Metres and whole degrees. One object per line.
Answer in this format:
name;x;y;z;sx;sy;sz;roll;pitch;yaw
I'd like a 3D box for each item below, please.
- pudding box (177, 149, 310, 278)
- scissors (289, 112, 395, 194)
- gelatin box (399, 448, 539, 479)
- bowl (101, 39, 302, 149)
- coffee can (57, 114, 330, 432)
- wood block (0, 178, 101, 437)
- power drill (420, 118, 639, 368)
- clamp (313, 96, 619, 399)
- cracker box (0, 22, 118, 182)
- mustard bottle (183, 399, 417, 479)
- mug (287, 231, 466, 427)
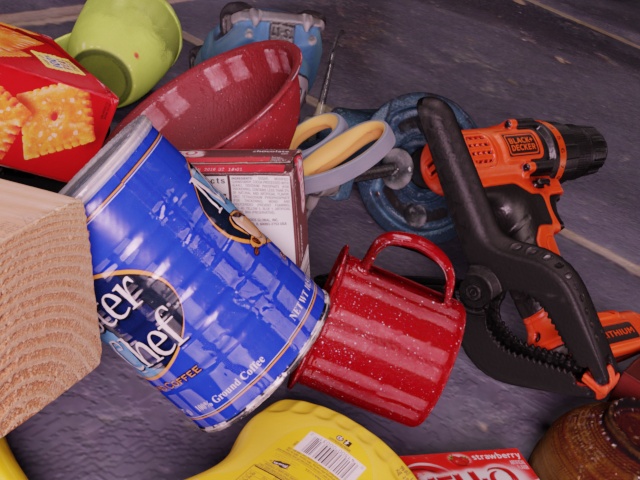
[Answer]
pudding box;-0.054;0.001;0.641;0.090;0.113;0.039;1;28;8
scissors;-0.045;-0.034;0.728;0.201;0.016;0.096;-28;32;-3
gelatin box;0.083;0.146;0.567;0.089;0.030;0.073;3;31;-27
bowl;-0.073;-0.071;0.737;0.162;0.055;0.162;-23;30;14
coffee can;-0.079;0.018;0.568;0.140;0.103;0.102;45;23;-15
wood block;-0.215;0.015;0.506;0.206;0.091;0.090;14;30;27
power drill;0.169;0.000;0.761;0.184;0.057;0.188;-9;70;-38
clamp;0.097;0.033;0.691;0.210;0.165;0.036;46;33;14
cracker box;-0.257;-0.115;0.674;0.213;0.072;0.164;16;14;-36
mustard bottle;-0.033;0.142;0.473;0.096;0.058;0.191;32;29;18
mug;0.039;0.050;0.631;0.081;0.117;0.093;22;19;-2
